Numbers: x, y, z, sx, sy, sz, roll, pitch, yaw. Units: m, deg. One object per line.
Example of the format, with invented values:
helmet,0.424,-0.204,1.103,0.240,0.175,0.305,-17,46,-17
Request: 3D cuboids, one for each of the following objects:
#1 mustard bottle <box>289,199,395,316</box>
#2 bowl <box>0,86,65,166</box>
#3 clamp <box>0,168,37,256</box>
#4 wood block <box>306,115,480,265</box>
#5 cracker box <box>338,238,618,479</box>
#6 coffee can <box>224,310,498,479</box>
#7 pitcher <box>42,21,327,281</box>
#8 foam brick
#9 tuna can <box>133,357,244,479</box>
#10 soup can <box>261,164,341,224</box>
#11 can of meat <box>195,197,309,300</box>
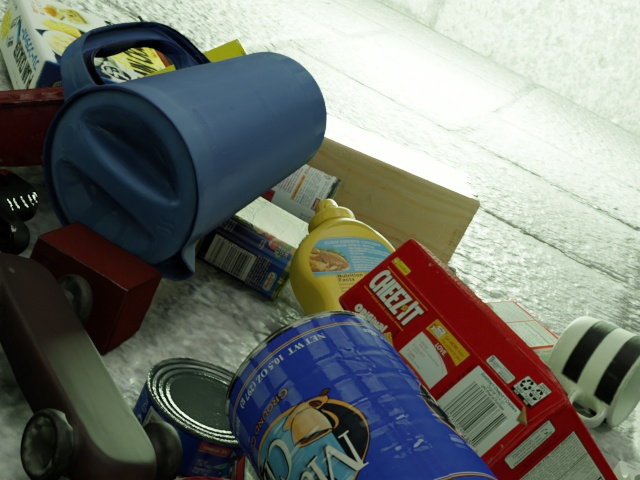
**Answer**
mustard bottle,0.026,0.040,0.844,0.096,0.058,0.192,1,47,-21
bowl,-0.228,-0.093,0.866,0.162,0.055,0.162,-3,11,0
clamp,-0.241,-0.023,0.761,0.120,0.039,0.171,17,16,6
wood block,0.056,-0.058,1.152,0.206,0.090,0.091,22,22,-10
cracker box,0.117,0.117,0.685,0.213,0.072,0.164,51,-1,-44
coffee can,0.024,0.118,0.553,0.102,0.103,0.140,10,28,-37
pitcher,-0.095,-0.086,0.832,0.145,0.149,0.242,23,27,18
foam brick,-0.159,0.031,0.735,0.078,0.053,0.051,31,21,12
tuna can,-0.073,0.112,0.666,0.086,0.034,0.086,22,20,-9
soup can,-0.039,-0.054,1.063,0.102,0.069,0.068,27,20,3
can of meat,-0.056,0.001,0.925,0.084,0.057,0.102,30,21,2
